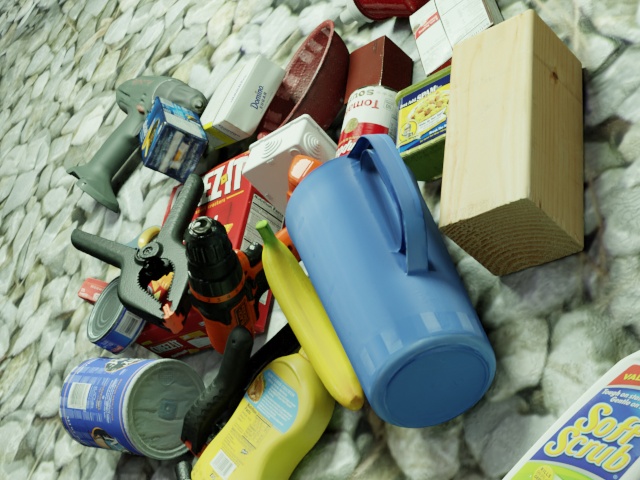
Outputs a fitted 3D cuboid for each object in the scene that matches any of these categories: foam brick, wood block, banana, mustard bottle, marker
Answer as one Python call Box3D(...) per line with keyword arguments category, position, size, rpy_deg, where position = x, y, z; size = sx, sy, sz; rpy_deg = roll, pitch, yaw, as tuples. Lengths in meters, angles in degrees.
Box3D(category="foam brick", position=(0.064, -0.174, 1.165), size=(0.053, 0.051, 0.078), rpy_deg=(-22, 47, 37))
Box3D(category="wood block", position=(0.170, -0.086, 0.933), size=(0.090, 0.090, 0.206), rpy_deg=(-21, 47, 38))
Box3D(category="banana", position=(-0.010, 0.074, 0.961), size=(0.037, 0.069, 0.198), rpy_deg=(-34, 66, 6))
Box3D(category="mustard bottle", position=(-0.040, 0.168, 0.999), size=(0.191, 0.058, 0.096), rpy_deg=(-56, 36, -1))
Box3D(category="marker", position=(-0.128, 0.266, 1.056), size=(0.020, 0.020, 0.121), rpy_deg=(-43, 36, 17))

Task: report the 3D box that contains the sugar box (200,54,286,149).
Box3D(category="sugar box", position=(-0.102, -0.167, 1.319), size=(0.093, 0.048, 0.176), rpy_deg=(-62, 18, -8))

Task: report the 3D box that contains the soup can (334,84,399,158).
Box3D(category="soup can", position=(0.053, -0.101, 1.105), size=(0.069, 0.068, 0.102), rpy_deg=(-17, 49, 42))

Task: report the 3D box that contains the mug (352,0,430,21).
Box3D(category="mug", position=(0.084, -0.294, 1.192), size=(0.082, 0.117, 0.093), rpy_deg=(16, 96, 49))

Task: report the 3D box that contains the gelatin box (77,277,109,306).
Box3D(category="gelatin box", position=(-0.237, 0.080, 1.278), size=(0.073, 0.089, 0.030), rpy_deg=(11, 70, 53))

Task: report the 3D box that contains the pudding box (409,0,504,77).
Box3D(category="pudding box", position=(0.145, -0.221, 1.122), size=(0.090, 0.039, 0.113), rpy_deg=(-36, 41, 25))

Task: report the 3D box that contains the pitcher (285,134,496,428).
Box3D(category="pitcher", position=(0.061, 0.033, 0.925), size=(0.145, 0.149, 0.243), rpy_deg=(-38, 41, 13))

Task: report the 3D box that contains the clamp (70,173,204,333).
Box3D(category="clamp", position=(-0.173, 0.015, 1.156), size=(0.164, 0.036, 0.210), rpy_deg=(-31, 44, -5))

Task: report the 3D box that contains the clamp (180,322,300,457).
Box3D(category="clamp", position=(-0.088, 0.142, 1.042), size=(0.039, 0.120, 0.171), rpy_deg=(41, 100, 29))

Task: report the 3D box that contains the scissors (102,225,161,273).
Box3D(category="scissors", position=(-0.255, 0.000, 1.431), size=(0.096, 0.016, 0.202), rpy_deg=(-51, 35, 3))

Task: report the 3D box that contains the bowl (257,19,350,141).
Box3D(category="bowl", position=(-0.008, -0.170, 1.222), size=(0.162, 0.055, 0.162), rpy_deg=(-53, 19, 26))

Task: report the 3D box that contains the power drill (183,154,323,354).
Box3D(category="power drill", position=(-0.057, 0.001, 1.044), size=(0.057, 0.184, 0.187), rpy_deg=(29, 58, 26))

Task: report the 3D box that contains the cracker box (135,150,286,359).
Box3D(category="cracker box", position=(-0.122, 0.015, 1.211), size=(0.164, 0.072, 0.213), rpy_deg=(-20, 47, 41))

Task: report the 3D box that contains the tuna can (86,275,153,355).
Box3D(category="tuna can", position=(-0.224, 0.082, 1.188), size=(0.086, 0.033, 0.086), rpy_deg=(-39, 34, 33))

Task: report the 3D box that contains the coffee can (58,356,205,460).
Box3D(category="coffee can", position=(-0.202, 0.177, 1.144), size=(0.141, 0.102, 0.102), rpy_deg=(-5, 58, 48))

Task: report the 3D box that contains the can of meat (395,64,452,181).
Box3D(category="can of meat", position=(0.121, -0.114, 1.045), size=(0.102, 0.057, 0.084), rpy_deg=(-23, 48, 38))
